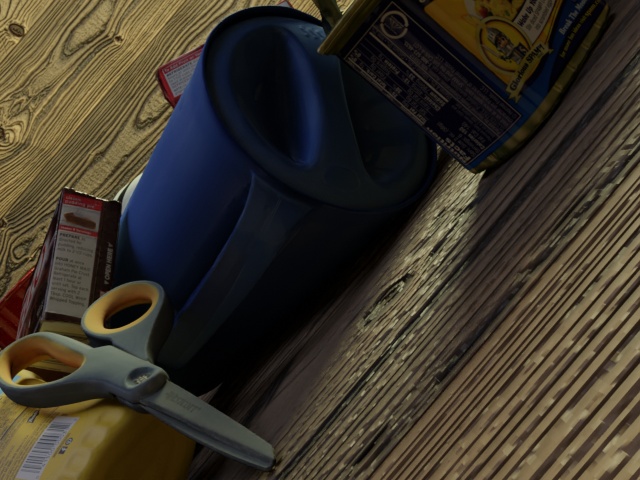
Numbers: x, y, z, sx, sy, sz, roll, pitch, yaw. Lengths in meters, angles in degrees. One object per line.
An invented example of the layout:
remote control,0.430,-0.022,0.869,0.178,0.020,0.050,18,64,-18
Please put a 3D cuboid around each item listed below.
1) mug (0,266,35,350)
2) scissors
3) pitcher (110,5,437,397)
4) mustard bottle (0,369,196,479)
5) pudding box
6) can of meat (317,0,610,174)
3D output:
mug,-0.264,0.088,0.987,0.117,0.081,0.093,-49,5,-11
scissors,-0.066,0.051,0.458,0.202,0.016,0.096,1,34,41
pitcher,-0.054,0.001,0.605,0.148,0.145,0.243,-9,-28,-38
mustard bottle,-0.154,0.106,0.508,0.192,0.058,0.096,0,47,37
pudding box,-0.147,0.040,0.604,0.114,0.039,0.090,127,149,-45
can of meat,0.062,-0.088,0.437,0.102,0.084,0.058,-53,5,-34
